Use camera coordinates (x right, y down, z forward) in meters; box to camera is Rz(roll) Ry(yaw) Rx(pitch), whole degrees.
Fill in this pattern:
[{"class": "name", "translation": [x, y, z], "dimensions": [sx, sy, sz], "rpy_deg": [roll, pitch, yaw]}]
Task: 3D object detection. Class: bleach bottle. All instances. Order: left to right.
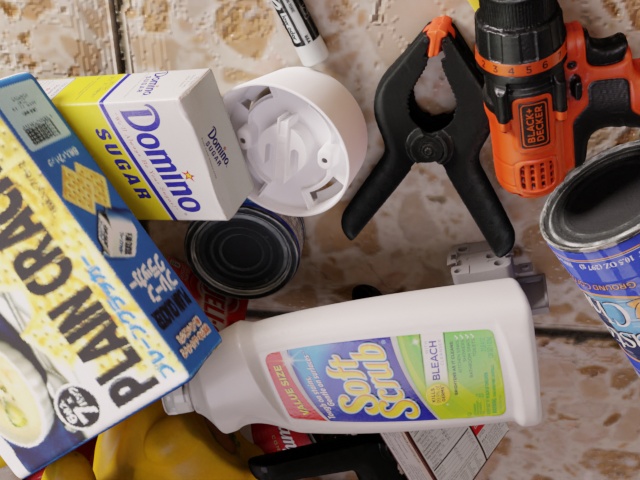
[{"class": "bleach bottle", "translation": [0.018, 0.093, 0.728], "dimensions": [0.251, 0.068, 0.102], "rpy_deg": [-9, 109, 1]}]

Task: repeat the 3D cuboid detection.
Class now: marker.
[{"class": "marker", "translation": [-0.028, -0.163, 0.662], "dimensions": [0.020, 0.020, 0.121], "rpy_deg": [-18, 121, 19]}]

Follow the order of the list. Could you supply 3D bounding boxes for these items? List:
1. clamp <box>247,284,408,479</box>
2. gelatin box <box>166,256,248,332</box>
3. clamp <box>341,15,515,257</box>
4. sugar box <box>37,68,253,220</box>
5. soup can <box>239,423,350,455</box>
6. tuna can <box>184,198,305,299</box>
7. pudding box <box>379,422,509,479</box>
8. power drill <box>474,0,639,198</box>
[{"class": "clamp", "translation": [0.042, 0.157, 0.828], "dimensions": [0.036, 0.164, 0.209], "rpy_deg": [16, 151, 51]}, {"class": "gelatin box", "translation": [-0.094, 0.060, 0.788], "dimensions": [0.073, 0.089, 0.030], "rpy_deg": [31, 121, -15]}, {"class": "clamp", "translation": [0.065, -0.062, 0.711], "dimensions": [0.120, 0.039, 0.171], "rpy_deg": [-4, 118, 10]}, {"class": "sugar box", "translation": [-0.139, -0.060, 0.706], "dimensions": [0.176, 0.048, 0.093], "rpy_deg": [2, 128, 30]}, {"class": "soup can", "translation": [-0.036, 0.162, 0.868], "dimensions": [0.102, 0.068, 0.068], "rpy_deg": [-27, 118, 24]}, {"class": "tuna can", "translation": [-0.055, 0.001, 0.775], "dimensions": [0.086, 0.033, 0.086], "rpy_deg": [4, 126, 5]}, {"class": "pudding box", "translation": [0.092, 0.135, 0.816], "dimensions": [0.039, 0.090, 0.113], "rpy_deg": [7, 136, 49]}, {"class": "power drill", "translation": [0.184, -0.116, 0.622], "dimensions": [0.187, 0.057, 0.184], "rpy_deg": [-10, 133, 5]}]
